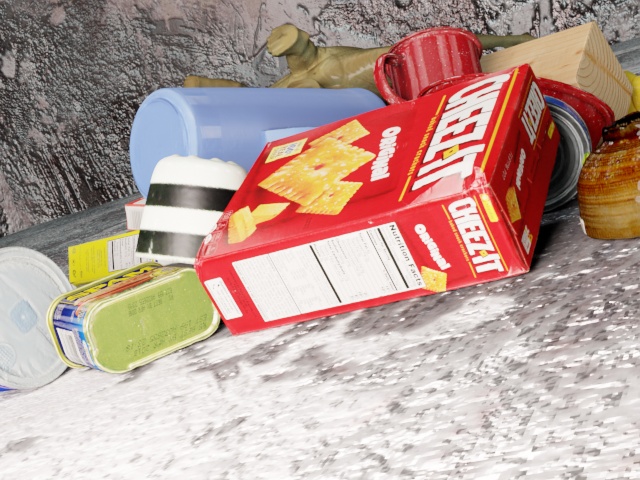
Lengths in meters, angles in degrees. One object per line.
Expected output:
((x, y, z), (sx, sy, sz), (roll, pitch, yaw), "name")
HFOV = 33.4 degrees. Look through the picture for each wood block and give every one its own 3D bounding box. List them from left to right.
((0.183, -0.127, 1.042), (0.207, 0.090, 0.090), (-13, 40, 39), "wood block")

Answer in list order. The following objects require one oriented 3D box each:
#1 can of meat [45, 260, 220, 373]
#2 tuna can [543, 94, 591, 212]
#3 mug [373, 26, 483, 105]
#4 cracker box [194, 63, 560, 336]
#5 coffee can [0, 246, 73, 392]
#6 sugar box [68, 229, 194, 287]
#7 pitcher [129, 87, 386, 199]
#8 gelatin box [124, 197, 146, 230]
((-0.132, 0.054, 0.755), (0.101, 0.057, 0.084), (-22, 11, -28), "can of meat")
((0.157, -0.064, 0.789), (0.086, 0.086, 0.033), (-16, 10, 17), "tuna can")
((0.099, -0.135, 0.962), (0.117, 0.081, 0.093), (12, -32, -33), "mug")
((0.039, -0.029, 0.713), (0.214, 0.072, 0.164), (-15, 28, 29), "cracker box")
((-0.265, 0.067, 0.801), (0.141, 0.103, 0.102), (-13, 10, 36), "coffee can")
((-0.152, 0.014, 1.018), (0.177, 0.048, 0.093), (-14, -13, 39), "sugar box")
((-0.045, -0.085, 1.002), (0.242, 0.145, 0.149), (-3, -46, -41), "pitcher")
((-0.141, -0.029, 1.084), (0.089, 0.030, 0.073), (3, 16, 22), "gelatin box")
